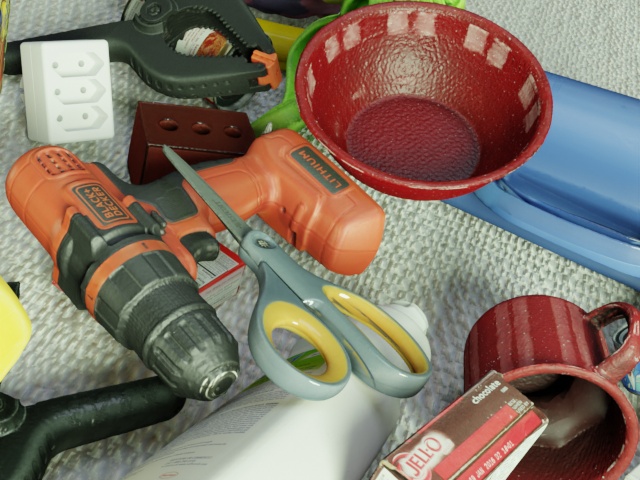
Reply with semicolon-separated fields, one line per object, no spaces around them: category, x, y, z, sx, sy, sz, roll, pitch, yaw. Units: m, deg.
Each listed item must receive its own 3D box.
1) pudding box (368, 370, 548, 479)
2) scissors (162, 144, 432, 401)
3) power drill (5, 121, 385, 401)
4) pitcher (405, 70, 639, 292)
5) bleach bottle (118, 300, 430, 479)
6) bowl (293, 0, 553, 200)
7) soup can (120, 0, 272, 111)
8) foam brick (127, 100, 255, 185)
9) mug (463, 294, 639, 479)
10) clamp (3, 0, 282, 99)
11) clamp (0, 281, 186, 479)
pudding box;0.043;0.120;0.472;0.039;0.114;0.089;41;39;21
scissors;-0.036;0.014;0.515;0.202;0.016;0.096;37;29;21
power drill;-0.054;0.001;0.589;0.187;0.057;0.185;-14;48;-43
pitcher;0.159;-0.055;0.763;0.243;0.149;0.145;22;78;12
bleach bottle;-0.008;0.090;0.508;0.250;0.103;0.068;-36;104;-51
bowl;0.062;-0.079;0.679;0.162;0.055;0.162;2;53;-3
soup can;-0.097;-0.153;0.828;0.102;0.069;0.068;34;37;20
foam brick;-0.085;-0.054;0.711;0.078;0.051;0.053;4;37;-21
mug;0.128;0.075;0.579;0.093;0.117;0.081;37;26;-14
clamp;-0.117;-0.166;0.778;0.210;0.036;0.164;18;68;16
clamp;-0.142;0.089;0.496;0.120;0.039;0.171;17;38;11
